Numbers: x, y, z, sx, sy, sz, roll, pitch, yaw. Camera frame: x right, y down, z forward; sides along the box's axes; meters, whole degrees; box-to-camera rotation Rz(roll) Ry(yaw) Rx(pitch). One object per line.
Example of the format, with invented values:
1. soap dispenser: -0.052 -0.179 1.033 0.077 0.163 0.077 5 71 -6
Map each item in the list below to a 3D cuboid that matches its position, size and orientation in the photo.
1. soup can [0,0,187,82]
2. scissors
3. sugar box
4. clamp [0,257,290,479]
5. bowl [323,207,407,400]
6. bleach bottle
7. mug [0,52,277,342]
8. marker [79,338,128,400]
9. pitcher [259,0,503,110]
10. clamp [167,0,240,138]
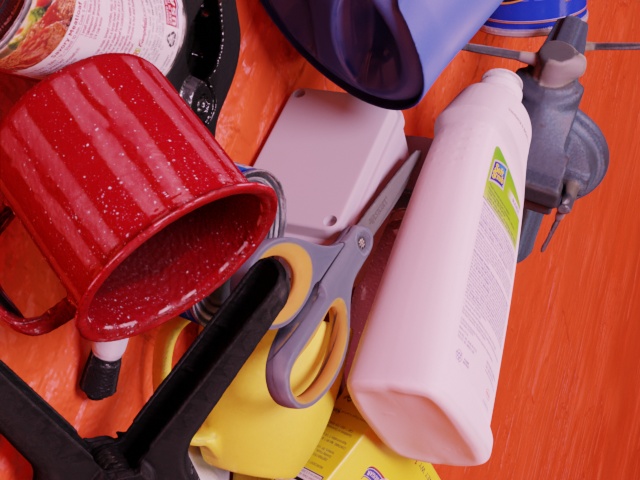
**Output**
1. soup can: -0.108 -0.096 0.430 0.102 0.069 0.068 3 95 -65
2. scissors: 0.006 -0.005 0.582 0.096 0.016 0.201 49 48 -35
3. sugar box: -0.004 0.183 0.642 0.176 0.048 0.093 -50 129 -25
4. clamp: -0.106 0.105 0.493 0.164 0.036 0.210 0 114 -30
5. bowl: 0.027 0.053 0.765 0.161 0.055 0.162 -29 123 -59
6. bleach bottle: 0.088 0.002 0.650 0.102 0.068 0.250 56 44 -45
7. mug: -0.087 -0.012 0.425 0.117 0.081 0.093 -39 163 0
8. marker: -0.094 0.027 0.506 0.020 0.020 0.121 -32 146 -58
9. pitcher: 0.077 -0.200 0.631 0.242 0.149 0.145 -47 139 -16
10. clamp: -0.071 -0.065 0.551 0.120 0.039 0.171 22 85 -70
